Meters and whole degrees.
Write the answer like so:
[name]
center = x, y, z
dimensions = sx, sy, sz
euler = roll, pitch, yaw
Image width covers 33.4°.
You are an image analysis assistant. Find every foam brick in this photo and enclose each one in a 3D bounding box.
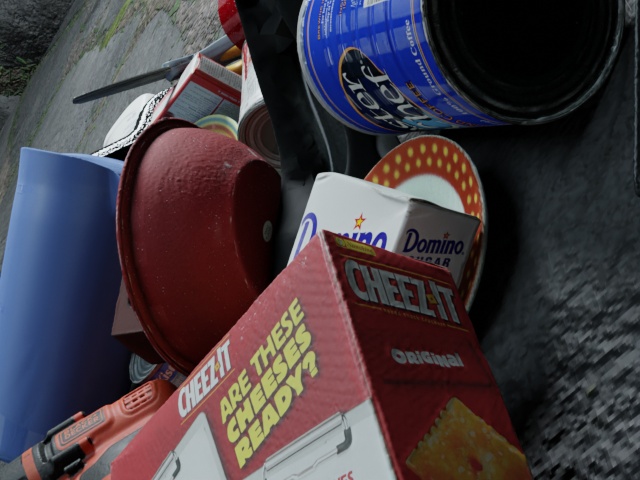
[foam brick]
center = -0.091, 0.046, 0.710
dimensions = 0.078, 0.051, 0.053
euler = -10, 58, 26

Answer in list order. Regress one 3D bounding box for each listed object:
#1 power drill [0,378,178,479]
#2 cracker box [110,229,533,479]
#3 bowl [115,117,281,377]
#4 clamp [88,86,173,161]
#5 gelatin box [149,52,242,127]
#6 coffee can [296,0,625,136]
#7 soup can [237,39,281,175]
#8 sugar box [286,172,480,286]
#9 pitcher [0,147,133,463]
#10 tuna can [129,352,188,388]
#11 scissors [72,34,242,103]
[power drill]
center = -0.150, 0.176, 0.653
dimensions = 0.184, 0.057, 0.188
euler = -33, 27, -5
[cracker box]
center = 0.005, 0.132, 0.361
dimensions = 0.164, 0.072, 0.214
euler = -48, 42, 33
[bowl]
center = -0.054, 0.001, 0.642
dimensions = 0.055, 0.162, 0.162
euler = -10, 50, 24
[clamp]
center = -0.137, -0.083, 0.972
dimensions = 0.171, 0.120, 0.039
euler = -48, -21, -23
[gelatin box]
center = -0.095, -0.109, 0.908
dimensions = 0.089, 0.073, 0.030
euler = -42, 29, 44
[coffee can]
center = 0.061, -0.104, 0.516
dimensions = 0.103, 0.102, 0.140
euler = -66, 22, -6
[soup can]
center = -0.024, -0.102, 0.749
dimensions = 0.069, 0.068, 0.102
euler = -48, 27, 33
[sugar box]
center = 0.007, 0.060, 0.492
dimensions = 0.093, 0.048, 0.176
euler = 23, 98, 62
[pitcher]
center = -0.200, 0.052, 0.853
dimensions = 0.149, 0.145, 0.243
euler = 15, -92, -80
[tuna can]
center = -0.106, 0.071, 0.787
dimensions = 0.086, 0.033, 0.086
euler = -48, 27, 33
[scissors]
center = -0.121, -0.143, 0.926
dimensions = 0.201, 0.016, 0.096
euler = -26, -9, -16
